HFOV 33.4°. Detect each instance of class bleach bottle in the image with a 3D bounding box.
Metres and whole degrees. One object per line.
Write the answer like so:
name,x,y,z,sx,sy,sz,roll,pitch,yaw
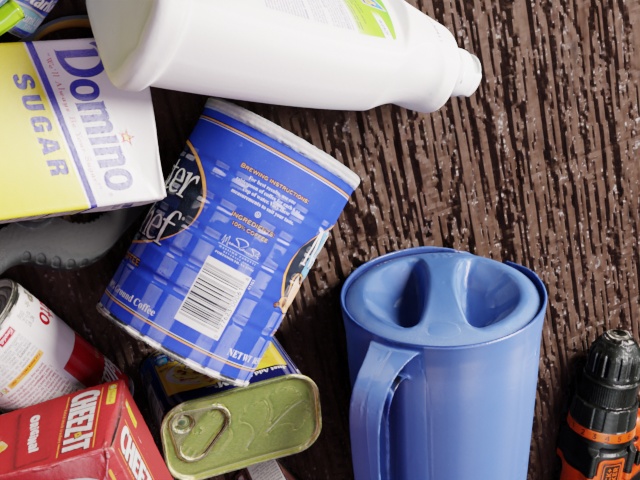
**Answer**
bleach bottle,-0.003,-0.113,0.606,0.250,0.102,0.068,8,136,-37

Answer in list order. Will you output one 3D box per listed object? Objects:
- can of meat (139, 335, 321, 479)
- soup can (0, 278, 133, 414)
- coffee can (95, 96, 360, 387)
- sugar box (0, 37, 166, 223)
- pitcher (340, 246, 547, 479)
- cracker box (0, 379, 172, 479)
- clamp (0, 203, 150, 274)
can of meat,-0.062,0.101,0.693,0.102,0.084,0.057,-13,115,-16
soup can,-0.173,0.080,0.650,0.068,0.069,0.102,-43,119,0
coffee can,-0.054,0.001,0.632,0.102,0.103,0.140,29,89,-28
sugar box,-0.174,-0.054,0.553,0.176,0.048,0.093,-10,91,-26
pitcher,0.079,0.139,0.735,0.149,0.145,0.243,-9,117,-11
cracker box,-0.189,0.190,0.631,0.214,0.072,0.164,-16,119,5
clamp,-0.176,-0.027,0.603,0.171,0.039,0.120,-20,95,-41
